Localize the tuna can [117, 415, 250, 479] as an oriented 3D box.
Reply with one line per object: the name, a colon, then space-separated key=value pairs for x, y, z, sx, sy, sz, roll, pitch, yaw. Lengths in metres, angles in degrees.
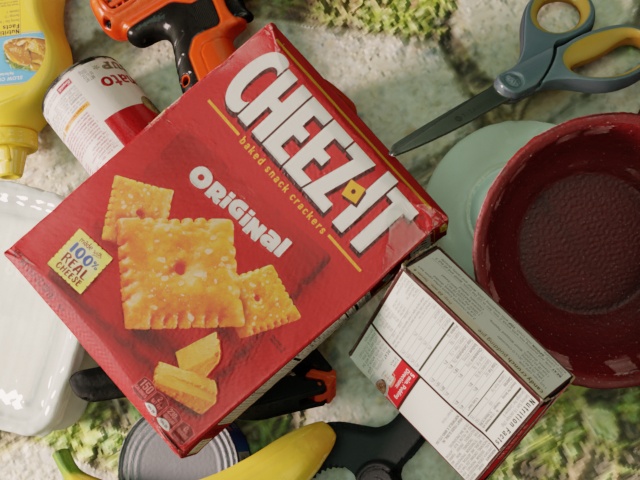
tuna can: x=-0.090 y=0.152 z=0.713 sx=0.086 sy=0.033 sz=0.086 roll=-3 pitch=80 yaw=15

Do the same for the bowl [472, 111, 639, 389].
bowl: x=0.168 y=0.004 z=0.639 sx=0.162 sy=0.055 sz=0.162 roll=0 pitch=95 yaw=-1

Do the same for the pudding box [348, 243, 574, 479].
pudding box: x=0.078 y=0.073 z=0.620 sx=0.113 sy=0.039 sz=0.090 roll=44 pitch=133 yaw=18

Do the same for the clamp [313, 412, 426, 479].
clamp: x=0.043 y=0.145 z=0.676 sx=0.210 sy=0.036 sz=0.164 roll=-10 pitch=73 yaw=14

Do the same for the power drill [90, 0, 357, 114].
power drill: x=-0.049 y=-0.146 z=0.742 sx=0.184 sy=0.057 sz=0.188 roll=-30 pitch=72 yaw=7

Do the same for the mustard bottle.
mustard bottle: x=-0.230 y=-0.140 z=0.790 sx=0.096 sy=0.058 sz=0.191 roll=-6 pitch=79 yaw=14

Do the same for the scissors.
scissors: x=0.115 y=-0.111 z=0.664 sx=0.201 sy=0.016 sz=0.096 roll=-16 pitch=59 yaw=-17

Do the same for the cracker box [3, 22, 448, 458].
cracker box: x=-0.054 y=0.001 z=0.648 sx=0.213 sy=0.072 sz=0.164 roll=-41 pitch=83 yaw=-1

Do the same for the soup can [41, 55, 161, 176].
soup can: x=-0.140 y=-0.071 z=0.748 sx=0.068 sy=0.068 sz=0.102 roll=-42 pitch=72 yaw=6

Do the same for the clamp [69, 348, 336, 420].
clamp: x=-0.076 y=0.080 z=0.703 sx=0.172 sy=0.039 sz=0.120 roll=22 pitch=65 yaw=19

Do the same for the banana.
banana: x=-0.084 y=0.157 z=0.672 sx=0.198 sy=0.037 sz=0.069 roll=-8 pitch=79 yaw=14
